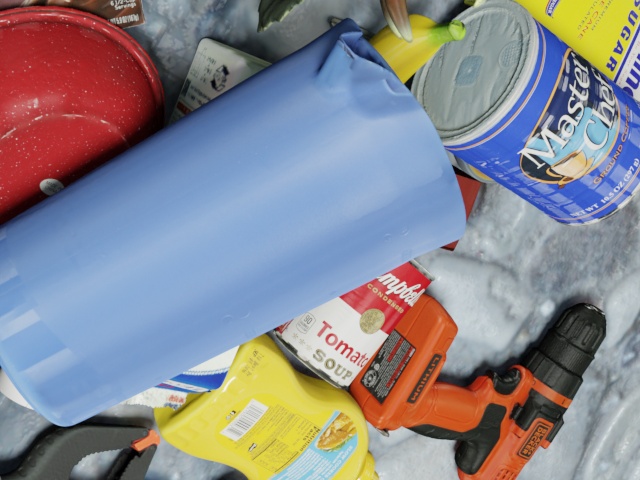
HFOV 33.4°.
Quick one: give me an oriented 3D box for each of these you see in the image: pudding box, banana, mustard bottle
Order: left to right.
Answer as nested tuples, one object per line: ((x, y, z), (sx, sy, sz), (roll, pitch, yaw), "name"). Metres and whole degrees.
((-0.160, -0.153, 0.581), (0.113, 0.039, 0.090), (-18, 117, -22), "pudding box")
((-0.021, 0.139, 0.770), (0.096, 0.058, 0.191), (-47, 125, 7), "mustard bottle")
((0.016, -0.077, 0.692), (0.037, 0.069, 0.198), (33, 111, -15), "banana")

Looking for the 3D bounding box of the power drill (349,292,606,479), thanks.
((0.128, 0.107, 0.840), (0.187, 0.057, 0.184), (27, 96, -34), "power drill")

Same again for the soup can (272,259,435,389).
((0.023, 0.045, 0.750), (0.068, 0.069, 0.102), (38, 91, -35), "soup can")

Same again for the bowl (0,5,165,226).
((-0.154, -0.046, 0.594), (0.162, 0.055, 0.162), (-18, 135, -19), "bowl")

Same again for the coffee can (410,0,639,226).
((0.144, -0.083, 0.719), (0.140, 0.103, 0.103), (27, 96, -35), "coffee can")

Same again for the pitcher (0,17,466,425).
((-0.054, 0.001, 0.572), (0.242, 0.145, 0.149), (-29, 105, -6), "pitcher")

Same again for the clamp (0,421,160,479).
((-0.185, 0.166, 0.693), (0.171, 0.039, 0.120), (-43, 114, -28), "clamp")
